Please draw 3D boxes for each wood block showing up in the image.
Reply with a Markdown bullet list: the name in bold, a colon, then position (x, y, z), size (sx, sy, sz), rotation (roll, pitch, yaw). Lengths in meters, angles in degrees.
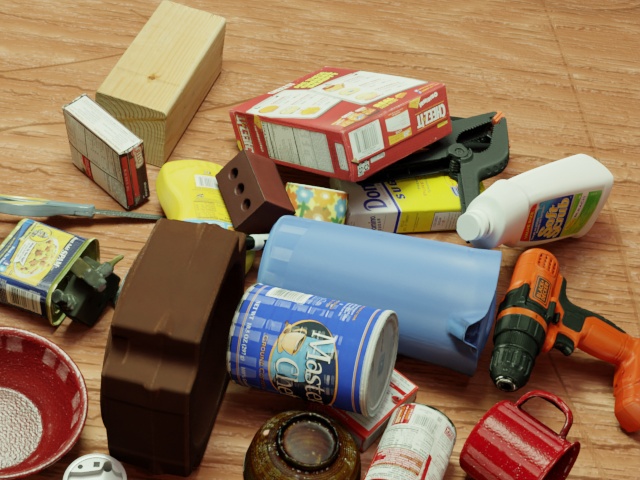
- **wood block**: position (-0.196, -0.199, 1.327), size (0.091, 0.090, 0.206), rotation (18, 46, 6)

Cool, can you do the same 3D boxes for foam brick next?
- **foam brick**: position (-0.073, -0.051, 1.180), size (0.051, 0.053, 0.078), rotation (18, 40, -49)

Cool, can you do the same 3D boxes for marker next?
- **marker**: position (-0.058, 0.001, 1.169), size (0.020, 0.020, 0.120), rotation (41, 23, 26)

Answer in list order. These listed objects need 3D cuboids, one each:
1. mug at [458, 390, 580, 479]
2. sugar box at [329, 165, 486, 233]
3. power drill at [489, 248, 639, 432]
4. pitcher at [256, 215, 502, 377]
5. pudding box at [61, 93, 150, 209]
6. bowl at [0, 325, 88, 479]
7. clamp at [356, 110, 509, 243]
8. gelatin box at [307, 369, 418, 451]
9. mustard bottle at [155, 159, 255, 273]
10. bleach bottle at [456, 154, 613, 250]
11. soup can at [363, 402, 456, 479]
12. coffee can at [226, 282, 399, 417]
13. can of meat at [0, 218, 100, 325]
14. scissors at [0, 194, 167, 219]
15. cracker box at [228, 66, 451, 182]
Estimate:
- **mug**: position (0.191, 0.196, 1.009), size (0.082, 0.117, 0.093), rotation (35, 13, 28)
- **sugar box**: position (0.106, -0.056, 1.273), size (0.176, 0.048, 0.093), rotation (-2, 47, -13)
- **power drill**: position (0.262, 0.115, 1.089), size (0.187, 0.057, 0.184), rotation (34, 48, -9)
- **pitcher**: position (0.063, 0.049, 1.124), size (0.243, 0.149, 0.145), rotation (13, 61, 7)
- **pudding box**: position (-0.245, -0.102, 1.225), size (0.114, 0.090, 0.039), rotation (37, 56, 27)
- **bowl**: position (-0.299, 0.159, 0.984), size (0.162, 0.055, 0.162), rotation (12, 48, -13)
- **clamp**: position (0.151, -0.093, 1.258), size (0.165, 0.036, 0.209), rotation (25, 50, 18)
- **gelatin box**: position (0.044, 0.158, 1.072), size (0.073, 0.030, 0.089), rotation (35, 51, 24)
- **mustard bottle**: position (-0.122, -0.004, 1.174), size (0.096, 0.058, 0.192), rotation (9, 43, -29)
- **bleach bottle**: position (0.230, -0.031, 1.184), size (0.068, 0.103, 0.250), rotation (41, 36, 27)
- **soup can**: position (0.082, 0.211, 1.002), size (0.068, 0.068, 0.102), rotation (21, 47, 10)
- **coffee can**: position (-0.006, 0.104, 1.026), size (0.140, 0.103, 0.102), rotation (11, 45, 17)
- **can of meat**: position (-0.292, 0.030, 1.117), size (0.084, 0.057, 0.102), rotation (18, 46, 11)
- **scissors**: position (-0.270, -0.032, 1.177), size (0.201, 0.016, 0.096), rotation (7, 7, -2)
- **cracker box**: position (0.022, -0.141, 1.267), size (0.163, 0.072, 0.214), rotation (-29, 29, -32)
